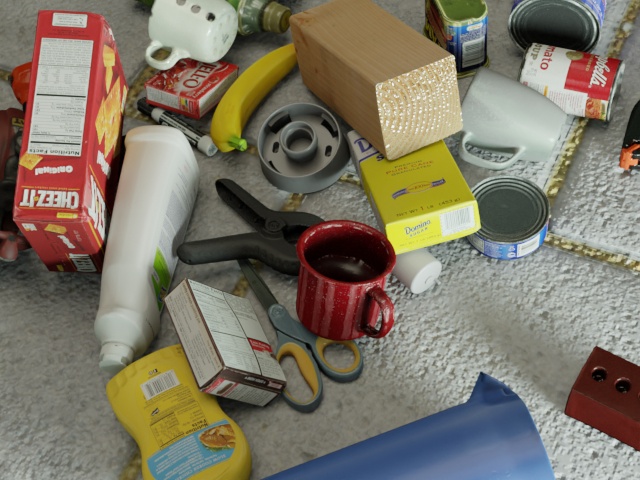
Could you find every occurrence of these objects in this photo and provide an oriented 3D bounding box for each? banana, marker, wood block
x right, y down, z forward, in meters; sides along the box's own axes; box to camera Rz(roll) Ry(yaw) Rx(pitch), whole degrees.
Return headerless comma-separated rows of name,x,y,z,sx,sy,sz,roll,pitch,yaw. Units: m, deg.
banana,-0.078,-0.156,1.194,0.070,0.037,0.197,1,44,24
marker,-0.164,-0.131,1.206,0.121,0.020,0.020,33,65,27
wood block,0.055,-0.179,1.131,0.090,0.090,0.206,-24,38,-15

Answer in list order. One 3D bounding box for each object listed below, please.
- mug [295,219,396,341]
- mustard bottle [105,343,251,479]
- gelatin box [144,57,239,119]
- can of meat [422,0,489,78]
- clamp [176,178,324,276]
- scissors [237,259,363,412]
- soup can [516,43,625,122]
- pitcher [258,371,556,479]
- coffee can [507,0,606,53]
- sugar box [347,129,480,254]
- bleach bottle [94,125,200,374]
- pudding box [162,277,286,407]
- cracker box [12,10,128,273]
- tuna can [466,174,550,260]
mug,0.027,0.047,1.003,0.093,0.081,0.117,-25,50,-33
mustard bottle,-0.115,0.187,0.948,0.096,0.058,0.192,-25,55,-12
gelatin box,-0.145,-0.179,1.219,0.073,0.030,0.089,20,44,22
can of meat,0.153,-0.250,1.208,0.057,0.084,0.102,-16,54,-4
clamp,-0.057,0.001,1.078,0.172,0.039,0.120,19,53,18
scissors,-0.021,0.074,1.042,0.096,0.016,0.202,-14,54,-4
soup can,0.268,-0.170,1.146,0.102,0.068,0.068,15,58,18
pitcher,0.070,0.225,0.864,0.243,0.145,0.149,-18,42,-1
coffee can,0.274,-0.286,1.207,0.103,0.103,0.140,10,57,14
sugar box,0.090,-0.063,1.082,0.093,0.048,0.176,-15,40,-3
bleach bottle,-0.178,0.012,1.054,0.068,0.102,0.250,-1,54,13
pudding box,-0.088,0.094,0.989,0.039,0.089,0.113,-46,50,19
cracker box,-0.239,-0.092,1.048,0.072,0.164,0.213,2,72,-1
tuna can,0.186,-0.023,1.072,0.086,0.034,0.086,-4,54,5
